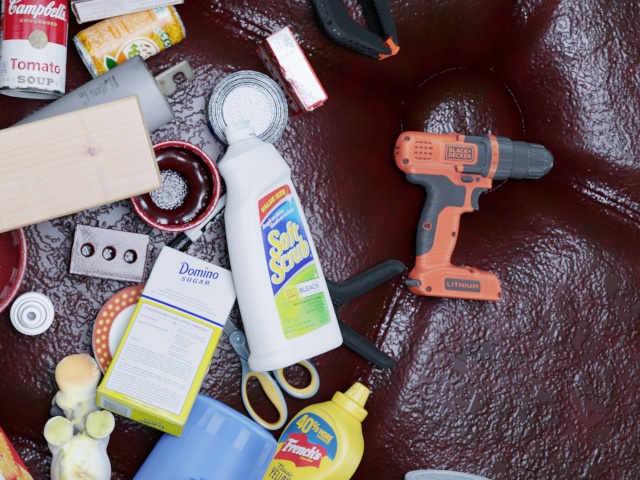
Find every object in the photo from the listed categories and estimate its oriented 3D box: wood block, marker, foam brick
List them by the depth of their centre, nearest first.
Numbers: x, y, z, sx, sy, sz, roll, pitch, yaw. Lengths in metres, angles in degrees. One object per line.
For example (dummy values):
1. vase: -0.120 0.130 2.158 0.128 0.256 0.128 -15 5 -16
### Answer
1. wood block: -0.260 -0.067 0.998 0.206 0.090 0.091 -15 100 -5
2. foam brick: -0.220 0.013 1.107 0.078 0.051 0.053 8 88 -13
3. marker: -0.119 -0.026 1.147 0.121 0.020 0.020 -45 100 -9

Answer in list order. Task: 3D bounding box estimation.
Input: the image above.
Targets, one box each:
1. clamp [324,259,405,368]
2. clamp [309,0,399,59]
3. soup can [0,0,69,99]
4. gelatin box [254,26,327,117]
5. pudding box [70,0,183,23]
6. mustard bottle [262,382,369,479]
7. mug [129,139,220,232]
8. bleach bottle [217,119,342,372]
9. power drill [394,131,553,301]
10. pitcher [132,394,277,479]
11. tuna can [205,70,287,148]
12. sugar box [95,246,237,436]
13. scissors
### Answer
1. clamp: 0.015 0.068 1.169 0.171 0.039 0.120 13 85 -13
2. clamp: 0.006 -0.275 1.149 0.164 0.036 0.210 -44 109 -29
3. soup can: -0.291 -0.198 1.082 0.068 0.068 0.102 3 90 -13
4. gelatin box: -0.032 -0.178 1.139 0.030 0.073 0.089 -31 98 -10
5. pudding box: -0.202 -0.276 1.091 0.113 0.039 0.090 -14 61 -3
6. mustard bottle: -0.009 0.234 1.137 0.191 0.096 0.058 -54 131 -9
7. mug: -0.166 -0.058 1.104 0.117 0.082 0.093 16 87 -13
8. bleach bottle: -0.057 0.001 1.100 0.102 0.068 0.251 -17 90 -40
9. power drill: 0.169 -0.027 1.197 0.184 0.057 0.187 4 87 -10
10. pitcher: -0.143 0.282 1.071 0.242 0.149 0.145 -60 142 -15
11. tuna can: -0.080 -0.138 1.148 0.086 0.034 0.086 0 90 -13
12. sugar box: -0.151 0.100 1.086 0.093 0.048 0.176 22 57 -1
13. scissors: -0.069 0.106 1.157 0.096 0.016 0.202 -20 94 -1
